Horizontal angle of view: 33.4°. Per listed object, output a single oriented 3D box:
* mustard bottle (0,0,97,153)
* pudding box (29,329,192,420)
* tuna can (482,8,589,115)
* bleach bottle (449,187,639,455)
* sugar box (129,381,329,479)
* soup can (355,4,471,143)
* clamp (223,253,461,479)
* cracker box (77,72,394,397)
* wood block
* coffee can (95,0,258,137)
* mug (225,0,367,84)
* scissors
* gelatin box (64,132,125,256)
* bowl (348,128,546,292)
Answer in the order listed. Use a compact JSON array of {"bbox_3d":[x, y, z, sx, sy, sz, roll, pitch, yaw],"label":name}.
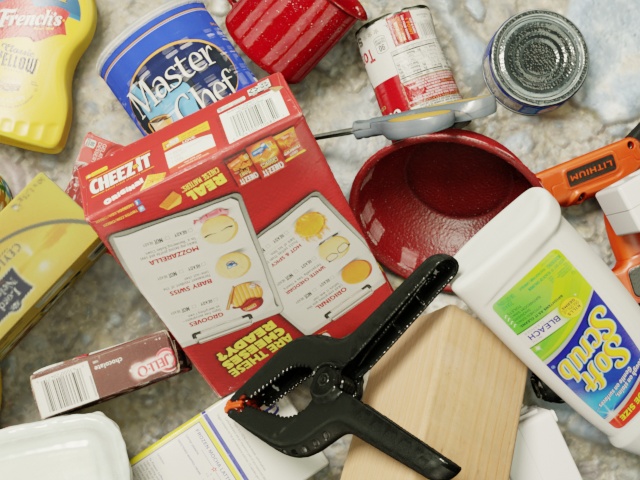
[{"bbox_3d":[-0.236,-0.174,0.877,0.096,0.058,0.191,14,85,-2],"label":"mustard bottle"},{"bbox_3d":[-0.162,0.105,0.841,0.113,0.090,0.039,-17,83,-2],"label":"pudding box"},{"bbox_3d":[0.182,-0.151,0.901,0.086,0.034,0.086,0,85,-2],"label":"tuna can"},{"bbox_3d":[0.214,0.080,0.806,0.250,0.068,0.103,43,107,-14],"label":"bleach bottle"},{"bbox_3d":[-0.090,0.188,0.860,0.176,0.048,0.093,-32,86,-8],"label":"sugar box"},{"bbox_3d":[0.076,-0.134,0.879,0.068,0.068,0.102,-19,86,-4],"label":"soup can"},{"bbox_3d":[0.018,0.097,0.778,0.210,0.036,0.164,-12,56,38],"label":"clamp"},{"bbox_3d":[-0.055,0.001,0.795,0.164,0.213,0.072,-26,42,3],"label":"cracker box"},{"bbox_3d":[0.080,0.164,0.788,0.090,0.091,0.206,35,52,-22],"label":"wood block"},{"bbox_3d":[-0.098,-0.108,0.853,0.103,0.103,0.140,-35,87,-4],"label":"coffee can"},{"bbox_3d":[-0.032,-0.189,0.860,0.117,0.093,0.082,42,110,-8],"label":"mug"},{"bbox_3d":[0.034,-0.084,0.819,0.202,0.096,0.016,-9,101,26],"label":"scissors"},{"bbox_3d":[-0.173,-0.035,0.882,0.073,0.030,0.089,21,85,0],"label":"gelatin box"},{"bbox_3d":[0.106,-0.034,0.853,0.162,0.162,0.055,20,44,0],"label":"bowl"}]
